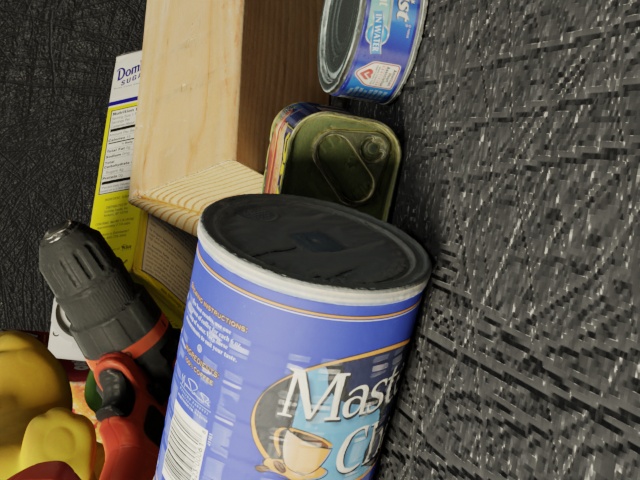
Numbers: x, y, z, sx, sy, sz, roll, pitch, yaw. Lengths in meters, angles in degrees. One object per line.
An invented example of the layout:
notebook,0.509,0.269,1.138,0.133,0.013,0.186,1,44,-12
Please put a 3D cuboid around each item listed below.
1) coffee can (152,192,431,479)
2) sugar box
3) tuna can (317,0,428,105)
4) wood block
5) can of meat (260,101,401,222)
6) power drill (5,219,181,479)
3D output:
coffee can,-0.016,0.062,0.485,0.103,0.102,0.140,-114,34,-64
sugar box,-0.108,-0.032,0.712,0.093,0.048,0.176,52,-148,-54
tuna can,0.025,-0.115,0.553,0.086,0.033,0.086,-173,90,-76
wood block,-0.055,-0.112,0.686,0.090,0.090,0.206,-17,60,34
can of meat,-0.001,-0.021,0.565,0.084,0.057,0.102,-126,46,-74
power drill,-0.113,0.099,0.566,0.184,0.057,0.187,60,-160,-22
